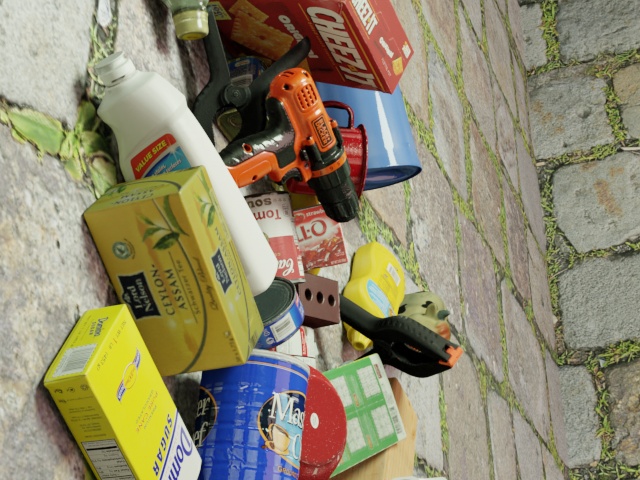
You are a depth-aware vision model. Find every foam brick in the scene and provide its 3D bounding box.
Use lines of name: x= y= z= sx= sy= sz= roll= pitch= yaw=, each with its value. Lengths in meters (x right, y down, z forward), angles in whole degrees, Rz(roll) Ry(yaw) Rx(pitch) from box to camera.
foam brick: x=-0.020 y=0.070 z=1.236 sx=0.078 sy=0.051 sz=0.053 roll=17 pitch=65 yaw=-50

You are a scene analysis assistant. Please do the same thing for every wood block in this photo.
wood block: x=0.058 y=0.279 z=1.309 sx=0.206 sy=0.091 sz=0.090 roll=-79 pitch=150 yaw=-46

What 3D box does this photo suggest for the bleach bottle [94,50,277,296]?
bleach bottle: x=-0.136 y=-0.054 z=0.974 sx=0.250 sy=0.103 sz=0.068 roll=62 pitch=23 yaw=-25

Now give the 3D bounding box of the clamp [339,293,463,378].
clamp: x=0.077 y=0.118 z=1.321 sx=0.036 sy=0.210 sz=0.164 roll=-50 pitch=124 yaw=-31

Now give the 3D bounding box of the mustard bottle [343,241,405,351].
mustard bottle: x=0.071 y=0.089 z=1.488 sx=0.096 sy=0.058 sz=0.191 roll=58 pitch=27 yaw=-23

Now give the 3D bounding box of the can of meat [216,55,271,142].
can of meat: x=-0.075 y=-0.149 z=1.222 sx=0.102 sy=0.057 sz=0.084 roll=54 pitch=30 yaw=-51

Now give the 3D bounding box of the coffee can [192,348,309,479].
coffee can: x=-0.067 y=0.181 z=0.983 sx=0.102 sy=0.103 sz=0.140 roll=46 pitch=45 yaw=-57

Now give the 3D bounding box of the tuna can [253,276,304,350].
tuna can: x=-0.061 y=0.076 z=1.101 sx=0.086 sy=0.086 sz=0.033 roll=-73 pitch=147 yaw=-52

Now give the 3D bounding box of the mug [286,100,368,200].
mug: x=0.007 y=-0.104 z=1.232 sx=0.093 sy=0.081 sz=0.117 roll=-116 pitch=-148 yaw=-69

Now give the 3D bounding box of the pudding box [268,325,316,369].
pudding box: x=-0.041 y=0.138 z=1.192 sx=0.113 sy=0.039 sz=0.090 roll=20 pitch=64 yaw=-64

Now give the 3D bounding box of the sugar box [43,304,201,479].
sugar box: x=-0.155 y=0.150 z=0.866 sx=0.093 sy=0.048 sz=0.176 roll=-70 pitch=143 yaw=-55

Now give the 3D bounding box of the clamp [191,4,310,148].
clamp: x=-0.078 y=-0.155 z=1.123 sx=0.039 sy=0.120 sz=0.171 roll=-54 pitch=153 yaw=-86

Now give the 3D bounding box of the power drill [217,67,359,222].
power drill: x=-0.051 y=-0.058 z=1.100 sx=0.187 sy=0.057 sz=0.184 roll=-40 pitch=121 yaw=-26

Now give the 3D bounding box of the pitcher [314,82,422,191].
pitcher: x=0.061 y=-0.194 z=1.515 sx=0.149 sy=0.145 sz=0.243 roll=129 pitch=-49 yaw=-75

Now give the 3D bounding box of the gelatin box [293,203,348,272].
gelatin box: x=-0.018 y=-0.001 z=1.250 sx=0.030 sy=0.089 sz=0.073 roll=-95 pitch=172 yaw=-82

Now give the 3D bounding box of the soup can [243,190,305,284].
soup can: x=-0.058 y=0.001 z=1.173 sx=0.068 sy=0.069 sz=0.102 roll=3 pitch=76 yaw=-69

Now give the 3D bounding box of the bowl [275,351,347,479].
bowl: x=-0.025 y=0.187 z=1.091 sx=0.161 sy=0.055 sz=0.162 roll=17 pitch=63 yaw=-38

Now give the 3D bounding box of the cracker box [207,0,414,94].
cracker box: x=-0.025 y=-0.244 z=1.178 sx=0.072 sy=0.214 sz=0.164 roll=-64 pitch=148 yaw=-18
